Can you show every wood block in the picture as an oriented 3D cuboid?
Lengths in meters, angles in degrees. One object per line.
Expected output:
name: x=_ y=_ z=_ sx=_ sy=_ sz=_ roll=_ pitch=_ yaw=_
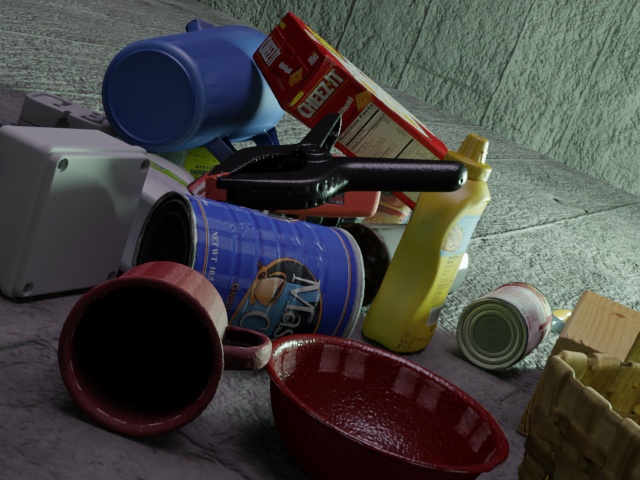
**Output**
wood block: x=0.240 y=0.115 z=0.910 sx=0.091 sy=0.090 sz=0.205 roll=25 pitch=15 yaw=15

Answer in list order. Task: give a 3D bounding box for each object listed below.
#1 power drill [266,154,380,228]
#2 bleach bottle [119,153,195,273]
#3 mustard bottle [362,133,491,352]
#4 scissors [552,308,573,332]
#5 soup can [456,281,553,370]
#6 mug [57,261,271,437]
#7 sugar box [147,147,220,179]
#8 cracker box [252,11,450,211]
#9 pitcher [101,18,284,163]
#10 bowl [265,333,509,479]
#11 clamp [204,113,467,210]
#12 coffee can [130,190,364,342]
power drill: x=-0.014 y=-0.040 z=1.023 sx=0.184 sy=0.057 sz=0.188 roll=2 pitch=-7 yaw=-22
bleach bottle: x=-0.143 y=-0.031 z=0.943 sx=0.102 sy=0.068 sz=0.251 roll=34 pitch=9 yaw=-5
mustard bottle: x=0.100 y=-0.001 z=0.921 sx=0.058 sy=0.192 sz=0.096 roll=28 pitch=16 yaw=22
scissors: x=0.225 y=0.081 z=1.162 sx=0.096 sy=0.016 sz=0.201 roll=31 pitch=17 yaw=39
soup can: x=0.172 y=0.078 z=0.990 sx=0.069 sy=0.068 sz=0.102 roll=27 pitch=16 yaw=19
mug: x=-0.087 y=0.059 z=0.631 sx=0.117 sy=0.093 sz=0.081 roll=3 pitch=10 yaw=2
sugar box: x=-0.171 y=-0.118 z=1.254 sx=0.093 sy=0.048 sz=0.176 roll=17 pitch=12 yaw=-25
cracker box: x=0.041 y=-0.121 z=1.075 sx=0.213 sy=0.072 sz=0.164 roll=36 pitch=12 yaw=-27
pitcher: x=-0.121 y=-0.147 z=1.106 sx=0.149 sy=0.145 sz=0.242 roll=17 pitch=15 yaw=12
bowl: x=0.032 y=0.119 z=0.662 sx=0.162 sy=0.055 sz=0.162 roll=20 pitch=14 yaw=-6
clamp: x=-0.010 y=-0.061 z=0.861 sx=0.209 sy=0.036 sz=0.165 roll=-12 pitch=28 yaw=-32
coffee can: x=-0.054 y=0.028 z=0.776 sx=0.140 sy=0.103 sz=0.103 roll=13 pitch=17 yaw=-31
